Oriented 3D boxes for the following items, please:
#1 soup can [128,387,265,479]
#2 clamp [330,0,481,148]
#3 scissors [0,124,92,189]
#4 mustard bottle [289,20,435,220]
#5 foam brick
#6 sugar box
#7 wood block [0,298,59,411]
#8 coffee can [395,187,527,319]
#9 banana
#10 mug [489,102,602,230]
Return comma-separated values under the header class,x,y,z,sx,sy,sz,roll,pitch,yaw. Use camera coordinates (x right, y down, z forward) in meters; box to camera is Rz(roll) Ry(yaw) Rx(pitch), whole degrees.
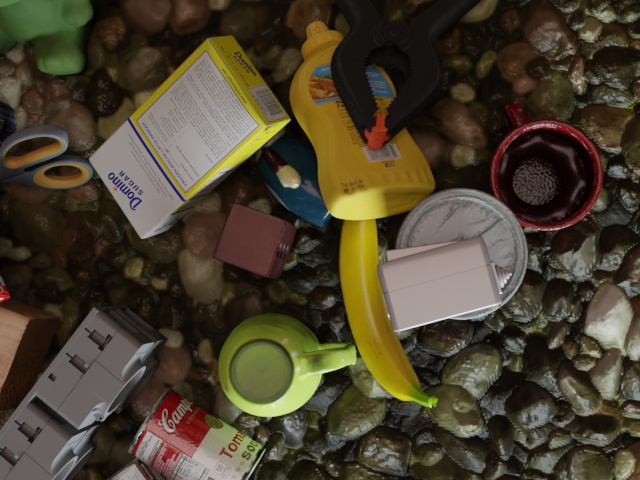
class,x,y,z,sx,sy,sz,roll,pitch,yaw
soup can,-0.109,0.186,0.944,0.102,0.068,0.068,31,90,4
clamp,0.070,-0.171,0.919,0.164,0.036,0.210,4,62,-4
scissors,-0.294,-0.054,0.987,0.202,0.096,0.016,-24,55,32
mustard bottle,0.025,-0.113,0.933,0.096,0.058,0.192,-9,64,-24
foam brick,-0.056,0.001,0.943,0.051,0.078,0.053,20,89,6
sugar box,-0.117,-0.088,0.931,0.176,0.048,0.093,-38,83,33
wood block,-0.355,0.073,0.958,0.206,0.091,0.090,21,88,6
coffee can,0.114,0.013,0.897,0.103,0.140,0.103,0,88,4
banana,0.051,0.059,0.942,0.070,0.037,0.198,-29,75,40
mug,0.185,-0.064,0.923,0.093,0.081,0.117,-25,86,3
